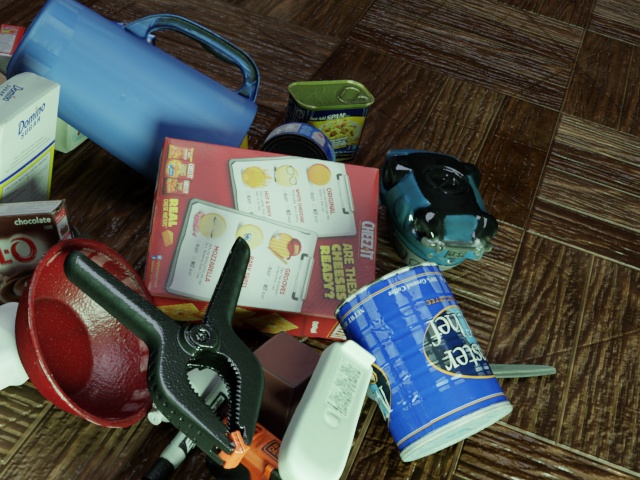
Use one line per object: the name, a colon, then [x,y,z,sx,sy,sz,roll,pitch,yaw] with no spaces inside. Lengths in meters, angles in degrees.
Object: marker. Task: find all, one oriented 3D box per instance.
marker: [-0.107,0.159,0.870,0.020,0.020,0.121,26,49,16]

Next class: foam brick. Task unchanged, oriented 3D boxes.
foam brick: [-0.033,0.127,0.907,0.053,0.078,0.051,31,41,23]

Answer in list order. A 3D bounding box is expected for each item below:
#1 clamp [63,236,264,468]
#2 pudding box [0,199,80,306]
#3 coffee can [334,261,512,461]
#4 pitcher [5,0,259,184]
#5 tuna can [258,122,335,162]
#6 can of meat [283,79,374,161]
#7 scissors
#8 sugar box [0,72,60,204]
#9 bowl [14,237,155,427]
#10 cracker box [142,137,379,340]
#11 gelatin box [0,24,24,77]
clamp: [-0.094,0.079,0.854,0.164,0.036,0.210,-13,59,-34]
pudding box: [-0.272,0.013,0.944,0.113,0.090,0.039,-5,26,7]
coffee can: [0.087,0.104,0.915,0.102,0.103,0.140,-13,68,-33]
pitcher: [-0.191,-0.157,1.113,0.242,0.145,0.149,32,44,-14]
tuna can: [-0.027,-0.088,1.195,0.086,0.086,0.033,17,34,4]
can of meat: [0.005,-0.141,1.279,0.101,0.084,0.057,-7,40,-26]
scissors: [0.123,0.114,1.029,0.201,0.016,0.096,-9,41,-28]
sugar box: [-0.290,-0.061,0.992,0.048,0.176,0.093,22,36,11]
bowl: [-0.200,0.082,0.888,0.055,0.162,0.162,-20,25,27]
cracker box: [-0.057,0.001,1.025,0.213,0.072,0.164,8,66,-9]
gelatin box: [-0.357,-0.191,1.221,0.030,0.089,0.073,5,36,-10]
